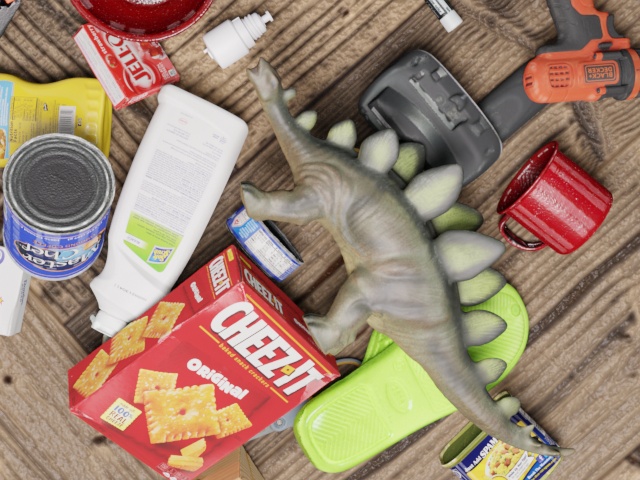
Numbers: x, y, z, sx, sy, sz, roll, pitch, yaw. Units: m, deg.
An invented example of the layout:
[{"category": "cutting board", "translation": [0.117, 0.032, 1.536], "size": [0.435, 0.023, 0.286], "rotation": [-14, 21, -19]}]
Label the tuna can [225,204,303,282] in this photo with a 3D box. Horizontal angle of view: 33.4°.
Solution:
[{"category": "tuna can", "translation": [-0.057, 0.001, 1.085], "size": [0.034, 0.086, 0.086], "rotation": [-41, 91, 4]}]

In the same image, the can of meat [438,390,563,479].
[{"category": "can of meat", "translation": [0.189, 0.222, 1.104], "size": [0.084, 0.057, 0.102], "rotation": [44, 94, -3]}]

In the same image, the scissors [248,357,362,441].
[{"category": "scissors", "translation": [-0.025, 0.202, 1.129], "size": [0.202, 0.016, 0.096], "rotation": [-38, 91, 3]}]

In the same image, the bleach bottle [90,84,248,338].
[{"category": "bleach bottle", "translation": [-0.168, -0.023, 1.072], "size": [0.102, 0.068, 0.251], "rotation": [26, 82, -1]}]

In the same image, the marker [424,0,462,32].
[{"category": "marker", "translation": [0.102, -0.268, 1.100], "size": [0.020, 0.020, 0.121], "rotation": [-38, 92, 3]}]

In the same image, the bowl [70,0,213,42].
[{"category": "bowl", "translation": [-0.176, -0.278, 1.057], "size": [0.162, 0.055, 0.162], "rotation": [-1, 102, -3]}]

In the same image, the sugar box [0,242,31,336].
[{"category": "sugar box", "translation": [-0.395, 0.037, 1.115], "size": [0.176, 0.048, 0.093], "rotation": [11, 93, 2]}]

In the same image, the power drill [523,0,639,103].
[{"category": "power drill", "translation": [0.287, -0.233, 1.070], "size": [0.184, 0.057, 0.187], "rotation": [-6, 89, -14]}]

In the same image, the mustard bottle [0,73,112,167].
[{"category": "mustard bottle", "translation": [-0.314, -0.122, 1.098], "size": [0.191, 0.058, 0.096], "rotation": [3, 91, 1]}]

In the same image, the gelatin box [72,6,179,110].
[{"category": "gelatin box", "translation": [-0.197, -0.186, 1.086], "size": [0.073, 0.030, 0.089], "rotation": [-32, 92, -40]}]

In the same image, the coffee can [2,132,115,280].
[{"category": "coffee can", "translation": [-0.258, -0.030, 1.046], "size": [0.102, 0.140, 0.103], "rotation": [5, 69, -14]}]

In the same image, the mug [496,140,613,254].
[{"category": "mug", "translation": [0.231, -0.032, 1.081], "size": [0.081, 0.093, 0.117], "rotation": [37, 124, -5]}]

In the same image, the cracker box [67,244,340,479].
[{"category": "cracker box", "translation": [-0.113, 0.131, 1.048], "size": [0.214, 0.072, 0.164], "rotation": [-36, 125, 11]}]
